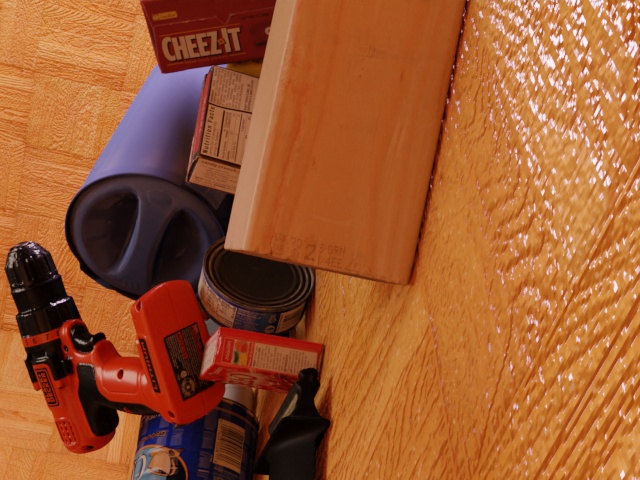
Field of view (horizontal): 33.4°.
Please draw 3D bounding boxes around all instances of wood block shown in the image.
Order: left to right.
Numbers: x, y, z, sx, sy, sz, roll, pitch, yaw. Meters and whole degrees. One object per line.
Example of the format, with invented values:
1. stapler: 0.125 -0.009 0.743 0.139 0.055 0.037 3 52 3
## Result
1. wood block: 0.016 -0.086 0.576 0.091 0.090 0.206 176 106 -80

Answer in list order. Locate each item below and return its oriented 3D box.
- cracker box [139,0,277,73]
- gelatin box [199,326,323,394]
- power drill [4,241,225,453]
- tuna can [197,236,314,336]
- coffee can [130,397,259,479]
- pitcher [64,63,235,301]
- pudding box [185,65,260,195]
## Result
1. cracker box: -0.050 -0.220 0.871 0.213 0.164 0.072 -92 -8 -54
2. gelatin box: -0.044 0.087 0.753 0.089 0.073 0.030 133 146 -71
3. power drill: -0.169 0.079 0.843 0.188 0.057 0.184 -10 102 44
4. tuna can: -0.050 0.034 0.813 0.086 0.086 0.034 -90 14 -51
5. coffee can: -0.108 0.211 0.878 0.103 0.102 0.140 115 164 -52
6. pitcher: -0.119 -0.073 0.937 0.242 0.149 0.145 -80 -8 -51
7. pudding box: -0.038 -0.073 0.792 0.039 0.113 0.090 121 159 -54
